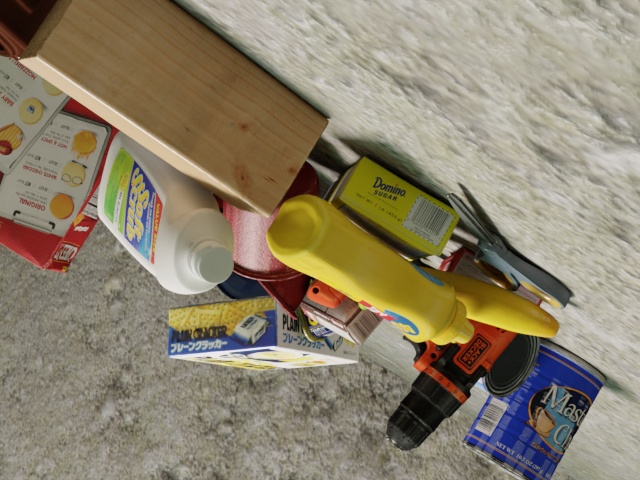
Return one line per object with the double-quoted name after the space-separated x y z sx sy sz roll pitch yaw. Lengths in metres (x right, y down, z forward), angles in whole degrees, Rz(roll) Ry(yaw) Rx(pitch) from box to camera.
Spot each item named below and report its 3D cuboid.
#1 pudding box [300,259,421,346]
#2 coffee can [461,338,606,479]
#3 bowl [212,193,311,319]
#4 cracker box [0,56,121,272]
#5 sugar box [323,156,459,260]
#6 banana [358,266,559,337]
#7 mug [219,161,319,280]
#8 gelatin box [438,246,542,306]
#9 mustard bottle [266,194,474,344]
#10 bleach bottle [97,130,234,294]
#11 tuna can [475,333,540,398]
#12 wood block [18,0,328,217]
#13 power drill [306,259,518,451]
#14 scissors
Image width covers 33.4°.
0.042 0.046 1.127 0.090 0.113 0.039 24 156 50 "pudding box"
0.233 0.188 1.170 0.103 0.140 0.103 31 173 4 "coffee can"
-0.057 0.001 1.074 0.162 0.055 0.162 50 179 0 "bowl"
-0.269 -0.099 1.047 0.164 0.213 0.072 31 178 9 "cracker box"
0.052 -0.022 0.913 0.093 0.048 0.176 31 176 -5 "sugar box"
0.111 0.050 0.946 0.198 0.037 0.069 9 163 31 "banana"
-0.054 -0.029 0.934 0.117 0.093 0.081 23 133 21 "mug"
0.153 0.044 0.985 0.089 0.030 0.073 32 172 1 "gelatin box"
0.052 0.033 0.861 0.191 0.058 0.096 32 175 -26 "mustard bottle"
-0.126 -0.023 0.906 0.068 0.102 0.251 12 -170 -27 "bleach bottle"
0.188 0.118 1.113 0.034 0.086 0.086 27 171 44 "tuna can"
-0.109 -0.112 0.802 0.206 0.090 0.091 34 172 -23 "wood block"
0.079 0.086 1.046 0.187 0.184 0.057 41 172 4 "power drill"
0.153 0.014 0.846 0.096 0.016 0.201 28 172 19 "scissors"
